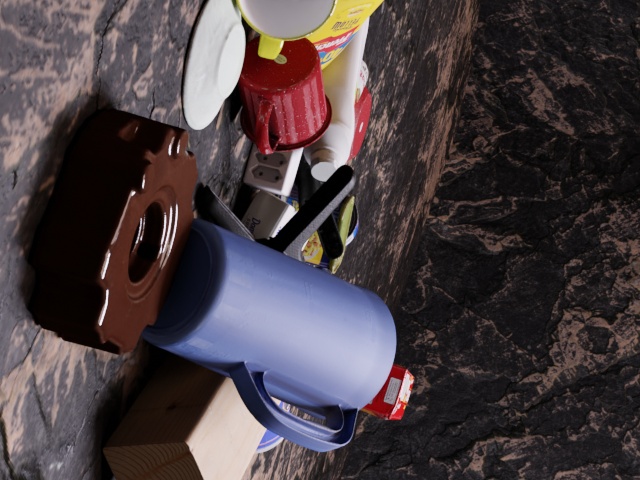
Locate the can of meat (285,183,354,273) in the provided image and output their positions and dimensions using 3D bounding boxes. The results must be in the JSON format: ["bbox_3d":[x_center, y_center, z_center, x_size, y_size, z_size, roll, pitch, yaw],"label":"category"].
[{"bbox_3d":[-0.009,-0.018,1.394,0.057,0.084,0.102,-56,159,-62],"label":"can of meat"}]

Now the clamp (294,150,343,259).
[{"bbox_3d":[-0.013,-0.072,1.240,0.120,0.039,0.171,67,6,-68],"label":"clamp"}]

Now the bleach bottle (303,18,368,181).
[{"bbox_3d":[0.014,-0.172,1.180,0.103,0.068,0.250,94,1,-50],"label":"bleach bottle"}]

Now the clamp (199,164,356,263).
[{"bbox_3d":[-0.062,0.013,1.090,0.036,0.164,0.210,57,-40,41],"label":"clamp"}]

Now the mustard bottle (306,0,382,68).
[{"bbox_3d":[0.000,-0.221,1.086,0.096,0.058,0.192,-21,166,-34],"label":"mustard bottle"}]

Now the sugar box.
[{"bbox_3d":[-0.058,0.001,1.224,0.093,0.048,0.176,-60,167,-2],"label":"sugar box"}]

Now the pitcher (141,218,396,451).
[{"bbox_3d":[-0.048,0.078,0.930,0.242,0.149,0.145,29,91,-48],"label":"pitcher"}]

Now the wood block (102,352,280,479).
[{"bbox_3d":[-0.110,0.162,1.013,0.205,0.091,0.090,-59,135,-56],"label":"wood block"}]

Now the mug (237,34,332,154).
[{"bbox_3d":[-0.041,-0.137,1.024,0.081,0.093,0.117,81,25,-55],"label":"mug"}]
